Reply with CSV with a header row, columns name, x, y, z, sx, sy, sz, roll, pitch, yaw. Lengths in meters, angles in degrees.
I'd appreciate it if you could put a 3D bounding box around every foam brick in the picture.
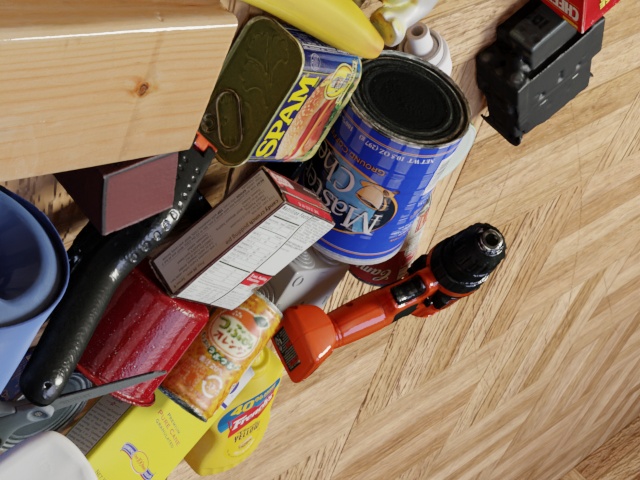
name,x,y,z,sx,sy,sz,roll,pitch,yaw
foam brick,-0.129,-0.053,0.640,0.052,0.078,0.051,-26,150,-30

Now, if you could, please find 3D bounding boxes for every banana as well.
name,x,y,z,sx,sy,sz,roll,pitch,yaw
banana,-0.026,-0.151,0.655,0.037,0.070,0.197,-38,162,24

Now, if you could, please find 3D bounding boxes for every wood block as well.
name,x,y,z,sx,sy,sz,roll,pitch,yaw
wood block,-0.155,-0.090,0.529,0.205,0.090,0.091,-15,141,-46

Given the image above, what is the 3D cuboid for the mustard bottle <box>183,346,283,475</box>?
name,x,y,z,sx,sy,sz,roll,pitch,yaw
mustard bottle,-0.081,0.152,1.041,0.096,0.058,0.192,-29,152,-33

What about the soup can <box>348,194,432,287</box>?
name,x,y,z,sx,sy,sz,roll,pitch,yaw
soup can,0.062,-0.013,0.996,0.068,0.068,0.102,-29,151,-29

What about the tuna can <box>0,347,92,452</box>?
name,x,y,z,sx,sy,sz,roll,pitch,yaw
tuna can,-0.221,0.121,0.820,0.086,0.034,0.086,-34,153,-20

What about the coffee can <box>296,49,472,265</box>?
name,x,y,z,sx,sy,sz,roll,pitch,yaw
coffee can,0.044,-0.063,0.837,0.102,0.103,0.140,-24,154,-36

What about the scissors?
name,x,y,z,sx,sy,sz,roll,pitch,yaw
scissors,-0.214,0.111,0.737,0.202,0.016,0.096,-27,139,21

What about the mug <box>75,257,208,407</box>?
name,x,y,z,sx,sy,sz,roll,pitch,yaw
mug,-0.146,0.057,0.788,0.117,0.093,0.081,35,96,-28

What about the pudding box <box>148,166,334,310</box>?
name,x,y,z,sx,sy,sz,roll,pitch,yaw
pudding box,-0.055,0.001,0.779,0.113,0.039,0.090,-41,156,12

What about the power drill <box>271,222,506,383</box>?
name,x,y,z,sx,sy,sz,roll,pitch,yaw
power drill,0.057,0.052,0.911,0.187,0.057,0.185,-22,167,-19

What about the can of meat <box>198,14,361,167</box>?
name,x,y,z,sx,sy,sz,roll,pitch,yaw
can of meat,-0.027,-0.101,0.743,0.083,0.057,0.102,-7,136,-56

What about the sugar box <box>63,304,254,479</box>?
name,x,y,z,sx,sy,sz,roll,pitch,yaw
sugar box,-0.134,0.141,0.895,0.176,0.048,0.093,-47,140,-25

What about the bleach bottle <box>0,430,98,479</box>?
name,x,y,z,sx,sy,sz,roll,pitch,yaw
bleach bottle,-0.236,0.188,0.761,0.102,0.068,0.251,-35,-175,-27

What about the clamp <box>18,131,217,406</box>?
name,x,y,z,sx,sy,sz,roll,pitch,yaw
clamp,-0.148,0.010,0.702,0.036,0.165,0.210,44,69,-25
